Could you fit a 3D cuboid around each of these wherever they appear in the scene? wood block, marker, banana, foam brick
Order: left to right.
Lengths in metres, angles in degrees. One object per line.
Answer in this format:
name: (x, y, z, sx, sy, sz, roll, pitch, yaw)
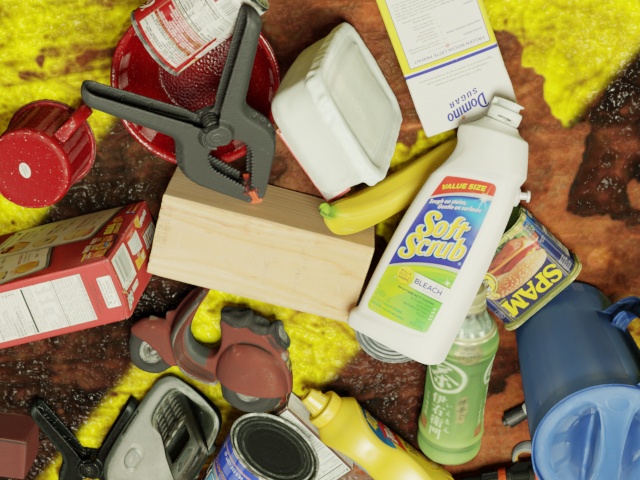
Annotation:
foam brick: (-0.362, 0.229, 1.203, 0.078, 0.053, 0.051, 8, 114, 1)
wood block: (-0.057, 0.002, 1.063, 0.206, 0.091, 0.090, 14, 115, -4)
banana: (0.076, -0.050, 1.028, 0.197, 0.070, 0.037, -28, 85, -23)
marker: (0.250, 0.170, 1.159, 0.121, 0.020, 0.020, -33, 108, 16)

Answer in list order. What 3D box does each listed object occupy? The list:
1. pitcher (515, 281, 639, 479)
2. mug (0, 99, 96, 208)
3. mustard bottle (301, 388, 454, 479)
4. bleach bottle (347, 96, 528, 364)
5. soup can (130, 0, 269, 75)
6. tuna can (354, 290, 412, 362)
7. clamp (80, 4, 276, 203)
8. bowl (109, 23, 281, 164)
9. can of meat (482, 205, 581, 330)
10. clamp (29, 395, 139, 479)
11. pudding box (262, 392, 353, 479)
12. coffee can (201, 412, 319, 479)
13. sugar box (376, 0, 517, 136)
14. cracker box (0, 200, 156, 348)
pitcher: (0.259, 0.128, 1.017, 0.149, 0.242, 0.145, -15, 112, 9)
mug: (-0.265, -0.089, 1.040, 0.117, 0.081, 0.093, -38, 107, 18)
mustard bottle: (0.057, 0.223, 1.151, 0.191, 0.096, 0.058, 39, 94, -13)
bleach bottle: (0.119, -0.016, 1.000, 0.103, 0.068, 0.251, 26, 98, 23)
soup can: (-0.104, -0.200, 0.927, 0.102, 0.068, 0.068, -32, 108, 15)
tuna can: (0.079, 0.084, 1.123, 0.086, 0.033, 0.086, 1, 114, 3)
clamp: (-0.107, -0.102, 0.957, 0.164, 0.036, 0.210, -19, 139, 1)
bowl: (-0.115, -0.154, 1.017, 0.162, 0.055, 0.162, 1, 114, 3)
can of meat: (0.196, 0.026, 1.079, 0.084, 0.057, 0.102, 42, 110, -12)
clamp: (-0.252, 0.247, 1.213, 0.120, 0.039, 0.171, -7, 114, 9)
pudding box: (-0.030, 0.235, 1.194, 0.090, 0.039, 0.113, -39, 108, 19)
coffee can: (-0.077, 0.268, 1.133, 0.102, 0.102, 0.140, 26, 118, -8)
sugar box: (0.112, -0.194, 0.992, 0.093, 0.048, 0.176, -18, 115, 11)
cracker box: (-0.277, 0.041, 1.054, 0.214, 0.164, 0.072, -14, 110, 9)
